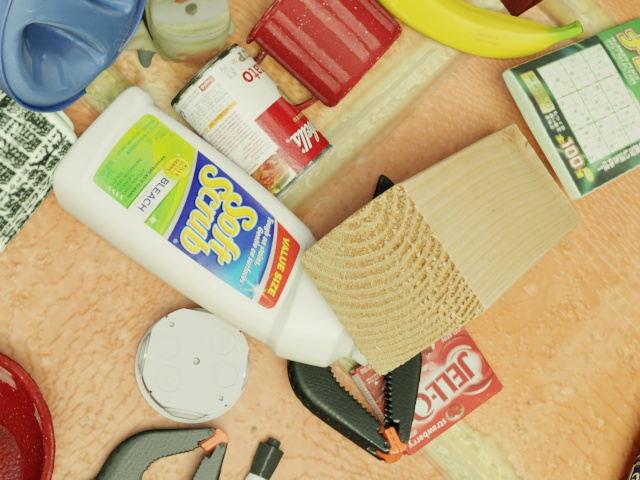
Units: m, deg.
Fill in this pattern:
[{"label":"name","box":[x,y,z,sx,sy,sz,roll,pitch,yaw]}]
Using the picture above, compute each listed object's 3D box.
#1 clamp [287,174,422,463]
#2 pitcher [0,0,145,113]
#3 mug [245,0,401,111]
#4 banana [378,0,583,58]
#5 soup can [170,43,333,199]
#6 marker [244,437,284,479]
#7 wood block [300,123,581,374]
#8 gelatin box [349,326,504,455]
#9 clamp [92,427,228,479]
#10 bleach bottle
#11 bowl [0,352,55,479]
[{"label":"clamp","box":[0.020,0.052,0.755,0.164,0.036,0.210,-25,68,-15]},{"label":"pitcher","box":[-0.244,-0.198,0.691,0.243,0.144,0.149,30,115,18]},{"label":"mug","box":[-0.003,-0.144,0.789,0.081,0.093,0.117,42,102,-5]},{"label":"banana","box":[0.100,-0.180,0.813,0.197,0.070,0.037,16,48,-20]},{"label":"soup can","box":[-0.050,-0.082,0.767,0.068,0.069,0.102,-44,95,-15]},{"label":"marker","box":[-0.056,0.194,0.741,0.020,0.020,0.121,25,75,-5]},{"label":"wood block","box":[0.087,-0.002,0.711,0.091,0.090,0.205,55,32,3]},{"label":"gelatin box","box":[0.078,0.102,0.778,0.089,0.030,0.073,-32,86,-14]},{"label":"clamp","box":[-0.139,0.178,0.720,0.120,0.039,0.171,44,75,-3]},{"label":"bleach bottle","box":[-0.055,0.001,0.724,0.251,0.068,0.102,33,68,12]},{"label":"bowl","box":[-0.243,0.148,0.684,0.162,0.055,0.162,-1,65,3]}]
